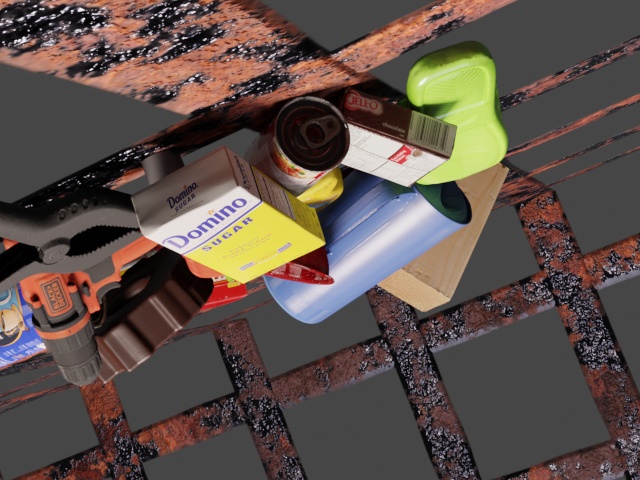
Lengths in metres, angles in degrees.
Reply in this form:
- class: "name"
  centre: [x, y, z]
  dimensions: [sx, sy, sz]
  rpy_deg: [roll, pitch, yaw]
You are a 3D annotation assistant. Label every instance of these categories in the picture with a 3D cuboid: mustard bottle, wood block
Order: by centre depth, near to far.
- class: "mustard bottle"
  centre: [-0.025, -0.059, 1.127]
  dimensions: [0.096, 0.058, 0.191]
  rpy_deg: [-12, 175, 5]
- class: "wood block"
  centre: [0.158, -0.021, 1.416]
  dimensions: [0.206, 0.090, 0.091]
  rpy_deg: [-63, -170, -21]

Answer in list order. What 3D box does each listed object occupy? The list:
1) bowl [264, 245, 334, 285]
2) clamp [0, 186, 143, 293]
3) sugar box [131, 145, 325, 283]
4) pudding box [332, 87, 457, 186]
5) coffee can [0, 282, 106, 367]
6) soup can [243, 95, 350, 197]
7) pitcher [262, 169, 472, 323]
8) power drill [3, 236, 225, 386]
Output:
- class: "bowl"
  centre: [-0.057, 0.001, 1.134]
  dimensions: [0.162, 0.055, 0.162]
  rpy_deg: [13, 171, 2]
- class: "clamp"
  centre: [-0.232, 0.006, 0.875]
  dimensions: [0.209, 0.036, 0.165]
  rpy_deg: [-12, 149, -41]
- class: "sugar box"
  centre: [-0.073, -0.016, 0.907]
  dimensions: [0.093, 0.048, 0.176]
  rpy_deg: [-27, 159, 16]
- class: "pudding box"
  centre: [0.055, -0.093, 0.979]
  dimensions: [0.113, 0.039, 0.090]
  rpy_deg: [19, 161, -15]
- class: "coffee can"
  centre: [-0.302, 0.065, 1.071]
  dimensions: [0.140, 0.103, 0.102]
  rpy_deg: [-23, 174, 10]
- class: "soup can"
  centre: [-0.023, -0.078, 0.939]
  dimensions: [0.068, 0.068, 0.102]
  rpy_deg: [-19, 173, -24]
- class: "pitcher"
  centre: [0.042, -0.007, 1.240]
  dimensions: [0.149, 0.145, 0.243]
  rpy_deg: [35, 120, -30]
- class: "power drill"
  centre: [-0.182, 0.033, 0.994]
  dimensions: [0.187, 0.184, 0.057]
  rpy_deg: [-26, -142, -18]
